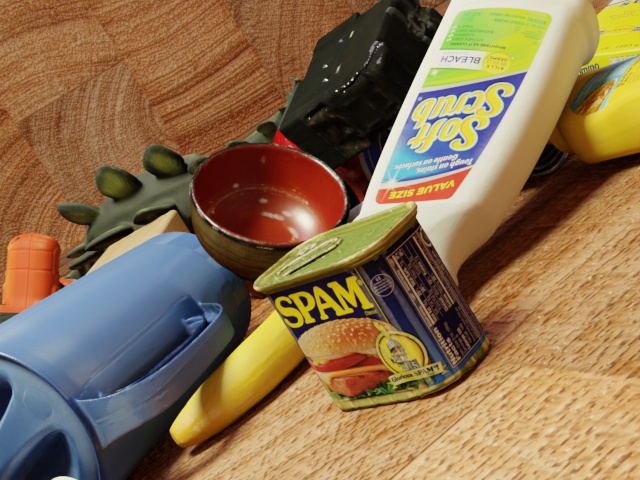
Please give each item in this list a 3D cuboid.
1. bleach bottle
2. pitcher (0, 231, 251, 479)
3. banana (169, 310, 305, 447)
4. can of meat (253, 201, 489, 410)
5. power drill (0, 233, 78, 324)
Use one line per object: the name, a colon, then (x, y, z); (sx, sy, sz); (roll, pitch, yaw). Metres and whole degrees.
bleach bottle: (0.089, -0.047, 0.662); (0.103, 0.068, 0.250); (11, 62, 29)
pitcher: (-0.134, 0.081, 0.719); (0.242, 0.149, 0.145); (-44, -25, -58)
banana: (-0.027, 0.068, 0.707); (0.070, 0.037, 0.197); (-46, -1, 36)
can of meat: (0.027, 0.037, 0.556); (0.102, 0.084, 0.057); (-19, 17, 49)
power drill: (-0.256, 0.095, 0.987); (0.057, 0.184, 0.188); (4, -8, -6)
